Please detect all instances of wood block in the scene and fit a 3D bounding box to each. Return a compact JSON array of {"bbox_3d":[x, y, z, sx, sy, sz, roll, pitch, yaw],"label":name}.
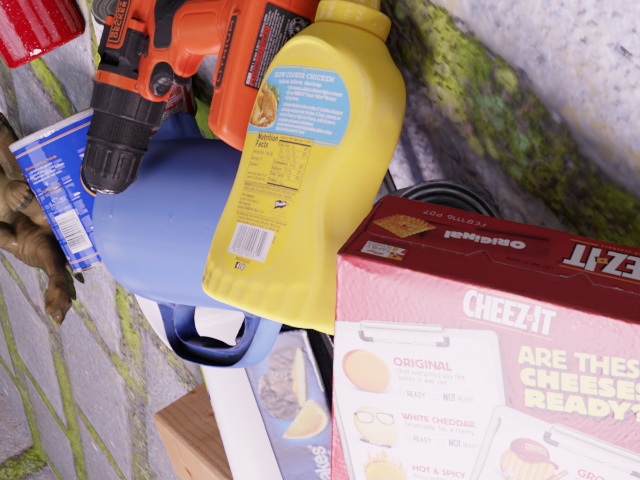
[{"bbox_3d":[-0.074,0.230,1.078,0.206,0.090,0.091,28,141,50],"label":"wood block"}]

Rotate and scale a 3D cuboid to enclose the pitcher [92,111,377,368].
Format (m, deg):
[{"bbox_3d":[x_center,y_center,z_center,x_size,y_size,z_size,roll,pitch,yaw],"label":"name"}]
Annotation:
[{"bbox_3d":[-0.055,0.001,0.746,0.149,0.145,0.243,51,158,-25],"label":"pitcher"}]

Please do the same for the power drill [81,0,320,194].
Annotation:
[{"bbox_3d":[-0.087,-0.107,0.689,0.188,0.057,0.184,20,97,49],"label":"power drill"}]

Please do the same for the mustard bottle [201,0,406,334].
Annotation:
[{"bbox_3d":[-0.002,-0.052,0.575,0.096,0.058,0.191,15,89,50],"label":"mustard bottle"}]

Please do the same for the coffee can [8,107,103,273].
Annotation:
[{"bbox_3d":[-0.230,-0.052,1.058,0.103,0.102,0.140,-5,112,64],"label":"coffee can"}]

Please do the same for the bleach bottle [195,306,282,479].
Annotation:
[{"bbox_3d":[-0.056,0.172,0.917,0.102,0.068,0.251,117,139,-86],"label":"bleach bottle"}]

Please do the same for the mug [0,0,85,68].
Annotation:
[{"bbox_3d":[-0.272,-0.215,0.998,0.117,0.093,0.081,-94,-22,-72],"label":"mug"}]

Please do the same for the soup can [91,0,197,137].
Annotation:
[{"bbox_3d":[-0.134,-0.139,0.821,0.069,0.068,0.102,42,150,36],"label":"soup can"}]

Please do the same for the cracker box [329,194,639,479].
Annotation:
[{"bbox_3d":[0.092,0.096,0.525,0.164,0.072,0.214,13,124,18],"label":"cracker box"}]

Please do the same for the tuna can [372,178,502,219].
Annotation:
[{"bbox_3d":[0.061,0.011,0.586,0.086,0.086,0.034,64,157,-7],"label":"tuna can"}]
